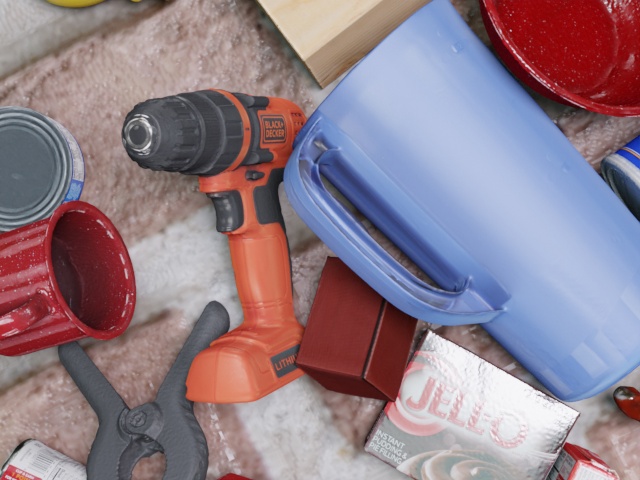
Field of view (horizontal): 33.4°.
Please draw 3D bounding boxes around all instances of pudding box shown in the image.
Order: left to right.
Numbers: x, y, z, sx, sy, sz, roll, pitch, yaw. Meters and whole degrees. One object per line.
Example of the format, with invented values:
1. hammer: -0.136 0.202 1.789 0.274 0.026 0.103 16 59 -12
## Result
1. pudding box: 0.098 0.122 0.695 0.113 0.039 0.090 28 91 7

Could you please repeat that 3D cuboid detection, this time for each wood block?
1. wood block: 0.051 -0.203 0.688 0.206 0.090 0.090 -37 83 4

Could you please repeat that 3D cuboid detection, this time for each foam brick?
1. foam brick: 0.026 0.057 0.682 0.051 0.053 0.078 5 66 30

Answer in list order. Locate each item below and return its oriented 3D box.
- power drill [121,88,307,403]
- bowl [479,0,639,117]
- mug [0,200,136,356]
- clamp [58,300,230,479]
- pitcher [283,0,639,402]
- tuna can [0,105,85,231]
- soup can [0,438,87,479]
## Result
1. power drill: -0.054 0.001 0.656 0.057 0.184 0.188 -1 96 26
2. bowl: 0.155 -0.140 0.640 0.162 0.055 0.162 5 72 -18
3. mug: -0.184 0.034 0.690 0.082 0.117 0.093 -17 110 22
4. clamp: -0.122 0.119 0.694 0.120 0.039 0.171 -9 53 16
5. pitcher: 0.101 -0.015 0.654 0.149 0.145 0.243 -44 87 10
6. tuna can: -0.208 -0.048 0.741 0.086 0.033 0.086 0 88 7
7. soup can: -0.163 0.182 0.709 0.102 0.068 0.068 23 90 7
